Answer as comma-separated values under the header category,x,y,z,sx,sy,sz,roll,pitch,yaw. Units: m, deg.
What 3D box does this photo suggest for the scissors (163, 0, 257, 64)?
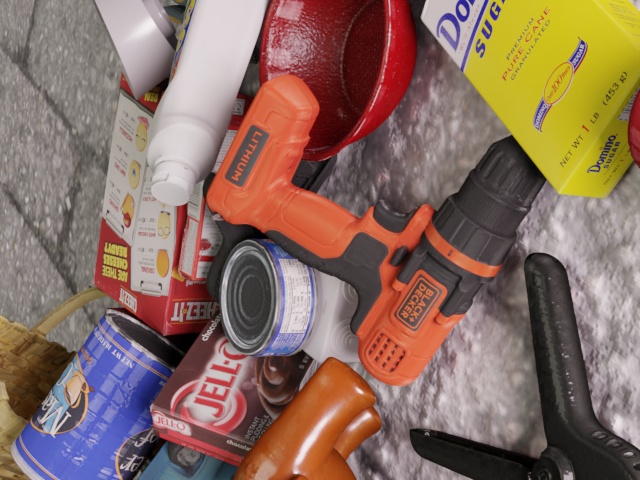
category,x,y,z,sx,sy,sz,roll,pitch,yaw
scissors,-0.104,-0.214,0.983,0.202,0.016,0.096,17,102,54

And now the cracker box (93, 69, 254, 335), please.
category,x,y,z,sx,sy,sz,roll,pitch,yaw
cracker box,-0.133,-0.040,0.967,0.164,0.071,0.214,24,109,54

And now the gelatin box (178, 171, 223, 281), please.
category,x,y,z,sx,sy,sz,roll,pitch,yaw
gelatin box,-0.074,-0.011,0.877,0.030,0.073,0.089,23,108,55

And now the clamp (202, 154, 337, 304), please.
category,x,y,z,sx,sy,sz,roll,pitch,yaw
clamp,-0.055,0.001,0.817,0.039,0.120,0.172,44,128,36

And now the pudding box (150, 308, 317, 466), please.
category,x,y,z,sx,sy,sz,roll,pitch,yaw
pudding box,-0.061,0.110,0.793,0.090,0.113,0.039,18,131,13

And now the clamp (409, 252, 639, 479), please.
category,x,y,z,sx,sy,sz,roll,pitch,yaw
clamp,0.130,0.135,0.603,0.165,0.036,0.210,-57,45,36

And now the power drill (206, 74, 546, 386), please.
category,x,y,z,sx,sy,sz,roll,pitch,yaw
power drill,0.030,-0.025,0.679,0.188,0.057,0.185,38,113,17

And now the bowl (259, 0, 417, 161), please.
category,x,y,z,sx,sy,sz,roll,pitch,yaw
bowl,0.020,-0.135,0.763,0.162,0.055,0.162,-5,84,55

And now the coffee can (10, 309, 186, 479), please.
category,x,y,z,sx,sy,sz,roll,pitch,yaw
coffee can,-0.179,0.144,0.902,0.140,0.102,0.103,-55,39,0

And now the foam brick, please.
category,x,y,z,sx,sy,sz,roll,pitch,yaw
foam brick,-0.159,0.095,0.989,0.051,0.078,0.053,29,112,54

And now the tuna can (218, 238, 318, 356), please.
category,x,y,z,sx,sy,sz,roll,pitch,yaw
tuna can,-0.039,0.041,0.769,0.086,0.033,0.086,-5,84,55

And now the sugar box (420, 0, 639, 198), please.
category,x,y,z,sx,sy,sz,roll,pitch,yaw
sugar box,0.128,-0.116,0.614,0.176,0.048,0.093,58,133,38

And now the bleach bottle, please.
category,x,y,z,sx,sy,sz,roll,pitch,yaw
bleach bottle,-0.083,-0.140,0.817,0.103,0.068,0.250,128,158,-54
